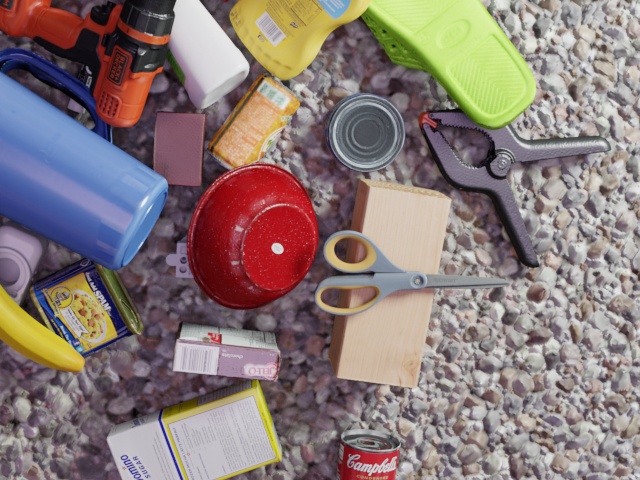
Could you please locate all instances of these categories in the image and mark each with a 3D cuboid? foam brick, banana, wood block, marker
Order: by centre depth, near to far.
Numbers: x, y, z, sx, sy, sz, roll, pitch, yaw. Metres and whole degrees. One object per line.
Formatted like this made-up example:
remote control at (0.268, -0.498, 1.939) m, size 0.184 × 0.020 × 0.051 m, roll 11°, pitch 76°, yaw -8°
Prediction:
banana at (-0.317, 0.068, 1.083) m, size 0.070 × 0.037 × 0.197 m, roll -13°, pitch 122°, yaw 28°
marker at (-0.239, -0.194, 1.127) m, size 0.020 × 0.020 × 0.121 m, roll 19°, pitch 96°, yaw -8°
foam brick at (-0.150, -0.098, 1.134) m, size 0.053 × 0.051 × 0.078 m, roll 4°, pitch 98°, yaw -5°
wood block at (0.072, 0.044, 1.156) m, size 0.090 × 0.090 × 0.206 m, roll 8°, pitch 98°, yaw -6°

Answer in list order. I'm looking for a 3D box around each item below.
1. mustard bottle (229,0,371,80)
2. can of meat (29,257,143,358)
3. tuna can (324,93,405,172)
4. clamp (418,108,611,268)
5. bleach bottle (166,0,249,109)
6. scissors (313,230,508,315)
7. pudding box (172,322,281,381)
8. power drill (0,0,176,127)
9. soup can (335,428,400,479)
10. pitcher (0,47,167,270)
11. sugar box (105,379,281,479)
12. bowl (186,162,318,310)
mustard bottle at (-0.001, -0.256, 1.078) m, size 0.192 × 0.058 × 0.096 m, roll -39°, pitch 87°, yaw 31°
can of meat at (-0.251, 0.072, 1.149) m, size 0.084 × 0.057 × 0.102 m, roll -26°, pitch 100°, yaw 1°
tuna can at (0.048, -0.117, 1.157) m, size 0.086 × 0.034 × 0.086 m, roll -1°, pitch 99°, yaw -5°
clamp at (0.205, -0.091, 1.174) m, size 0.210 × 0.036 × 0.164 m, roll 36°, pitch 94°, yaw -9°
bleach bottle at (-0.170, -0.258, 1.094) m, size 0.068 × 0.102 × 0.251 m, roll -35°, pitch 92°, yaw -7°
scissors at (0.088, 0.024, 1.100) m, size 0.201 × 0.016 × 0.096 m, roll -13°, pitch 99°, yaw -2°
pudding box at (-0.101, 0.120, 1.152) m, size 0.113 × 0.090 × 0.039 m, roll 9°, pitch 96°, yaw -6°
power drill at (-0.229, -0.228, 1.049) m, size 0.188 × 0.057 × 0.185 m, roll 34°, pitch 118°, yaw 17°
soup can at (0.050, 0.272, 1.201) m, size 0.068 × 0.068 × 0.102 m, roll 6°, pitch 99°, yaw -6°
pitcher at (-0.275, -0.081, 1.072) m, size 0.243 × 0.145 × 0.149 m, roll 30°, pitch 108°, yaw -1°
sugar box at (-0.139, 0.226, 1.189) m, size 0.176 × 0.048 × 0.093 m, roll -18°, pitch 100°, yaw 1°
bowl at (-0.057, 0.001, 1.119) m, size 0.161 × 0.055 × 0.162 m, roll -10°, pitch 107°, yaw -33°
